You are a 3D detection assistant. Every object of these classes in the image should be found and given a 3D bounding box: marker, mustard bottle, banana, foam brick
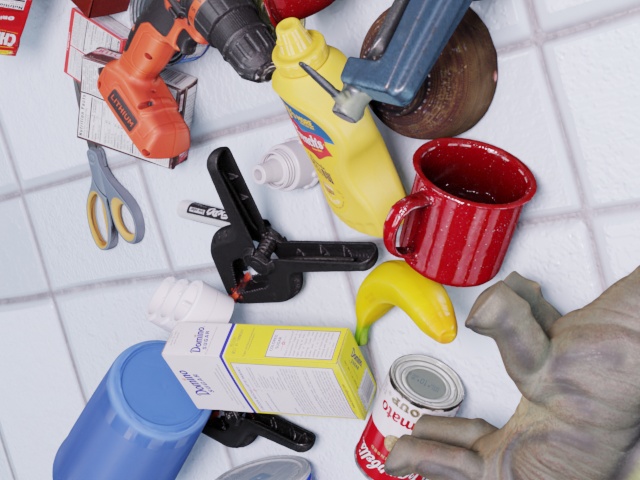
[{"bbox_3d":[-0.094,-0.021,1.040,0.121,0.020,0.020,14,115,40],"label":"marker"},{"bbox_3d":[0.009,-0.091,0.821,0.096,0.058,0.191,48,169,46],"label":"mustard bottle"},{"bbox_3d":[0.067,0.049,0.862,0.198,0.037,0.069,159,101,-74],"label":"banana"},{"bbox_3d":[-0.225,-0.264,1.050,0.078,0.051,0.053,46,131,21],"label":"foam brick"}]

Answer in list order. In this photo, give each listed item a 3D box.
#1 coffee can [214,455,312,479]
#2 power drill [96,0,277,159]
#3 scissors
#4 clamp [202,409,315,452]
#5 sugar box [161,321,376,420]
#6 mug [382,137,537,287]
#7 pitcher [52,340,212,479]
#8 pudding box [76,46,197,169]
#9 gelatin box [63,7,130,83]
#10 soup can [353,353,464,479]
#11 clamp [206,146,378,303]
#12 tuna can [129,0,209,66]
[{"bbox_3d":[-0.044,0.298,1.056,0.103,0.102,0.140,-5,102,45],"label":"coffee can"},{"bbox_3d":[-0.116,-0.157,0.908,0.184,0.057,0.188,56,136,22],"label":"power drill"},{"bbox_3d":[-0.228,-0.079,1.148,0.096,0.016,0.202,18,119,36],"label":"scissors"},{"bbox_3d":[-0.080,0.159,1.083,0.172,0.039,0.120,-14,91,46],"label":"clamp"},{"bbox_3d":[-0.046,0.117,0.969,0.176,0.048,0.093,2,139,25],"label":"sugar box"},{"bbox_3d":[0.096,-0.016,0.796,0.093,0.117,0.081,45,137,37],"label":"mug"},{"bbox_3d":[-0.195,0.195,1.125,0.149,0.144,0.243,48,141,12],"label":"pitcher"},{"bbox_3d":[-0.182,-0.129,1.046,0.113,0.039,0.090,21,122,15],"label":"pudding box"},{"bbox_3d":[-0.222,-0.189,1.091,0.089,0.030,0.073,34,125,30],"label":"gelatin box"},{"bbox_3d":[0.075,0.156,0.913,0.069,0.068,0.102,38,128,27],"label":"soup can"},{"bbox_3d":[-0.056,0.001,0.959,0.164,0.036,0.210,38,150,-8],"label":"clamp"},{"bbox_3d":[-0.139,-0.208,1.002,0.086,0.033,0.086,18,117,38],"label":"tuna can"}]
